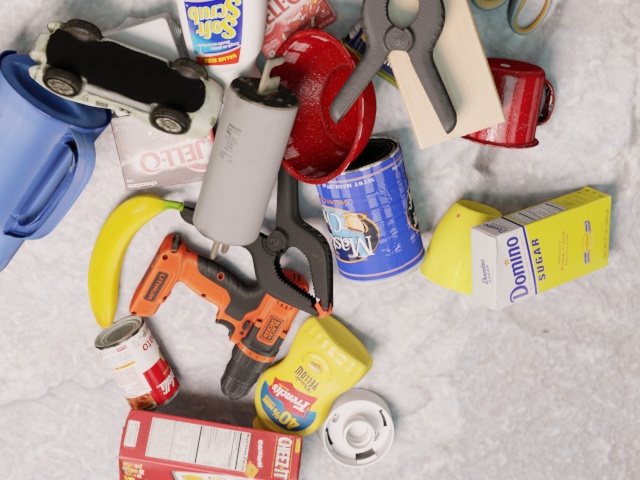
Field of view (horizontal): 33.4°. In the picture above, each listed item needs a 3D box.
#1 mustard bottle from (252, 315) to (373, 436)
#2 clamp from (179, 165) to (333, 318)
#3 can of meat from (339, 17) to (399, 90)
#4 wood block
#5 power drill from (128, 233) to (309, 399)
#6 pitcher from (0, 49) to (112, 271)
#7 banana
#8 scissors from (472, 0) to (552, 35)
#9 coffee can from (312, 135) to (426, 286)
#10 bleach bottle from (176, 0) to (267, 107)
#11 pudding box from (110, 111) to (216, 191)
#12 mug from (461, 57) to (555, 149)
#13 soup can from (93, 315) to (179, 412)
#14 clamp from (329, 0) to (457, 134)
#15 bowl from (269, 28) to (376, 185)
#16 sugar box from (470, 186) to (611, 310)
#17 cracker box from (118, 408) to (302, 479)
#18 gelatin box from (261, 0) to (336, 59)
[{"bbox_3d":[-0.026,0.185,1.314,0.096,0.058,0.192,43,114,10],"label":"mustard bottle"},{"bbox_3d":[-0.058,0.001,1.216,0.165,0.036,0.210,-28,85,17],"label":"clamp"},{"bbox_3d":[0.086,-0.215,1.141,0.102,0.057,0.084,33,109,-13],"label":"can of meat"},{"bbox_3d":[0.109,-0.206,1.059,0.091,0.090,0.206,-18,100,11],"label":"wood block"},{"bbox_3d":[-0.130,0.089,1.280,0.187,0.057,0.184,25,108,-13],"label":"power drill"},{"bbox_3d":[-0.337,-0.071,1.166,0.145,0.149,0.243,32,114,-13],"label":"pitcher"},{"bbox_3d":[-0.234,0.014,1.249,0.070,0.037,0.198,42,117,16],"label":"banana"},{"bbox_3d":[0.218,-0.317,1.116,0.096,0.016,0.202,8,114,-3],"label":"scissors"},{"bbox_3d":[0.054,-0.034,1.197,0.103,0.103,0.140,-13,113,6],"label":"coffee can"},{"bbox_3d":[-0.094,-0.230,1.094,0.103,0.068,0.251,8,139,12],"label":"bleach bottle"},{"bbox_3d":[-0.172,-0.109,1.200,0.113,0.039,0.090,-7,114,4],"label":"pudding box"},{"bbox_3d":[0.207,-0.151,1.157,0.117,0.093,0.081,-3,112,-26],"label":"mug"},{"bbox_3d":[-0.224,0.151,1.302,0.068,0.068,0.102,-21,112,9],"label":"soup can"},{"bbox_3d":[0.065,-0.183,1.003,0.120,0.039,0.171,-3,97,3],"label":"clamp"},{"bbox_3d":[0.009,-0.141,1.124,0.055,0.162,0.162,-9,122,-40],"label":"bowl"},{"bbox_3d":[0.249,0.008,1.199,0.175,0.048,0.093,-20,118,-30],"label":"sugar box"},{"bbox_3d":[-0.138,0.276,1.316,0.213,0.072,0.164,10,151,-4],"label":"cracker box"},{"bbox_3d":[-0.038,-0.246,1.143,0.089,0.030,0.073,-30,110,13],"label":"gelatin box"}]
